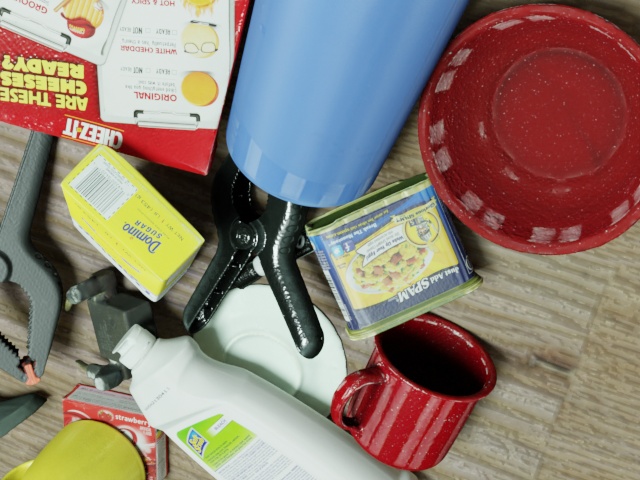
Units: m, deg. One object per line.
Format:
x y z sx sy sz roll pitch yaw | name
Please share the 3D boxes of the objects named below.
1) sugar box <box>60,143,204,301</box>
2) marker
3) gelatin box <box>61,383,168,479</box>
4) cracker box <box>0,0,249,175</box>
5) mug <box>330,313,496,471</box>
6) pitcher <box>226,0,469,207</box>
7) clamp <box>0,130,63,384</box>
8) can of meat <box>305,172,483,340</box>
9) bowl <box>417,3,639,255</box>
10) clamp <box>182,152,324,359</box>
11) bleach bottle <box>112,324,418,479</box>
-0.134 -0.006 0.758 0.093 0.176 0.048 45 75 -1 | sugar box
-0.021 0.007 0.801 0.121 0.020 0.020 -28 100 26 | marker
-0.176 0.168 0.914 0.089 0.030 0.073 9 113 15 | gelatin box
-0.124 -0.167 0.678 0.164 0.072 0.214 15 119 -4 | cracker box
0.059 0.112 0.767 0.093 0.117 0.082 52 133 39 | mug
0.017 -0.146 0.655 0.145 0.149 0.243 29 133 6 | pitcher
-0.271 0.018 0.837 0.164 0.036 0.210 -13 105 -13 | clamp
0.049 0.009 0.743 0.102 0.057 0.084 -24 100 -1 | can of meat
0.147 -0.074 0.685 0.162 0.055 0.162 10 114 22 | bowl
-0.055 0.001 0.786 0.120 0.039 0.171 -2 92 25 | clamp
-0.049 0.148 0.821 0.250 0.068 0.103 40 119 -9 | bleach bottle
